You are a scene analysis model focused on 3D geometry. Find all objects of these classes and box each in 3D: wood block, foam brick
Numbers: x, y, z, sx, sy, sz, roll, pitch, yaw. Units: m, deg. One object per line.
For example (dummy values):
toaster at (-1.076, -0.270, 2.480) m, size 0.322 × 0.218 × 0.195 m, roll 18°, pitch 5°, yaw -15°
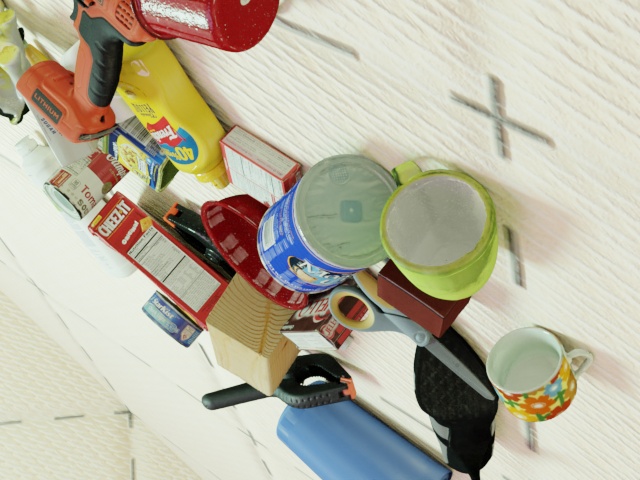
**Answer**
wood block at (-0.077, 0.116, 1.340) m, size 0.090 × 0.090 × 0.206 m, roll 30°, pitch 161°, yaw 9°
foam brick at (0.099, 0.044, 1.013) m, size 0.078 × 0.053 × 0.051 m, roll 35°, pitch 158°, yaw 20°

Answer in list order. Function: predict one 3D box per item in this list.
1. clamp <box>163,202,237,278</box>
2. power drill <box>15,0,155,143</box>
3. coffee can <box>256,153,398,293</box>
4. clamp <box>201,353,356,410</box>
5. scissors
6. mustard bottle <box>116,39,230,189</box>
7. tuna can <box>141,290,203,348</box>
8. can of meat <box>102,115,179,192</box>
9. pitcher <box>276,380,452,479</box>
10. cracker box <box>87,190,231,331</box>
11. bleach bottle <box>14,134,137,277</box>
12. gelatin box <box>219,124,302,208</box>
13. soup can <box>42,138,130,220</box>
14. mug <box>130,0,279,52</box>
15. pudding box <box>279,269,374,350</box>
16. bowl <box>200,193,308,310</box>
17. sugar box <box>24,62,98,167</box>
clamp at (-0.125, 0.017, 1.373) m, size 0.171 × 0.039 × 0.120 m, roll 37°, pitch 156°, yaw 9°
power drill at (-0.229, -0.199, 0.996) m, size 0.184 × 0.057 × 0.188 m, roll 44°, pitch 133°, yaw 18°
coffee can at (0.007, -0.012, 0.991) m, size 0.103 × 0.102 × 0.140 m, roll 43°, pitch 159°, yaw -4°
clamp at (-0.050, 0.192, 1.455) m, size 0.210 × 0.164 × 0.036 m, roll 11°, pitch 133°, yaw 37°
scissors at (0.084, 0.101, 1.095) m, size 0.202 × 0.096 × 0.016 m, roll 56°, pitch -156°, yaw -1°
mustard bottle at (-0.148, -0.126, 1.097) m, size 0.096 × 0.058 × 0.191 m, roll 9°, pitch 143°, yaw 46°
tuna can at (-0.200, 0.107, 1.444) m, size 0.086 × 0.033 × 0.086 m, roll 40°, pitch 176°, yaw 3°
can of meat at (-0.200, -0.109, 1.224) m, size 0.084 × 0.057 × 0.102 m, roll 39°, pitch 159°, yaw 2°
pitcher at (0.061, 0.311, 1.526) m, size 0.243 × 0.144 × 0.149 m, roll 37°, pitch 147°, yaw 22°
cracker box at (-0.203, 0.034, 1.442) m, size 0.214 × 0.072 × 0.164 m, roll 40°, pitch 175°, yaw 2°
bleach bottle at (-0.366, -0.055, 1.615) m, size 0.250 × 0.068 × 0.103 m, roll 52°, pitch 157°, yaw -21°
gelatin box at (-0.058, -0.069, 1.093) m, size 0.089 × 0.030 × 0.073 m, roll 32°, pitch 156°, yaw 22°
soup can at (-0.301, -0.084, 1.386) m, size 0.068 × 0.102 × 0.068 m, roll 35°, pitch 158°, yaw 16°
mug at (-0.079, -0.189, 0.827) m, size 0.082 × 0.093 × 0.117 m, roll 21°, pitch -177°, yaw 32°
pudding box at (0.012, 0.077, 1.177) m, size 0.039 × 0.090 × 0.114 m, roll 44°, pitch 160°, yaw -11°
bowl at (-0.058, 0.001, 1.188) m, size 0.162 × 0.055 × 0.162 m, roll 37°, pitch 156°, yaw 19°
sugar box at (-0.284, -0.145, 1.190) m, size 0.176 × 0.048 × 0.093 m, roll -108°, pitch -8°, yaw -74°
